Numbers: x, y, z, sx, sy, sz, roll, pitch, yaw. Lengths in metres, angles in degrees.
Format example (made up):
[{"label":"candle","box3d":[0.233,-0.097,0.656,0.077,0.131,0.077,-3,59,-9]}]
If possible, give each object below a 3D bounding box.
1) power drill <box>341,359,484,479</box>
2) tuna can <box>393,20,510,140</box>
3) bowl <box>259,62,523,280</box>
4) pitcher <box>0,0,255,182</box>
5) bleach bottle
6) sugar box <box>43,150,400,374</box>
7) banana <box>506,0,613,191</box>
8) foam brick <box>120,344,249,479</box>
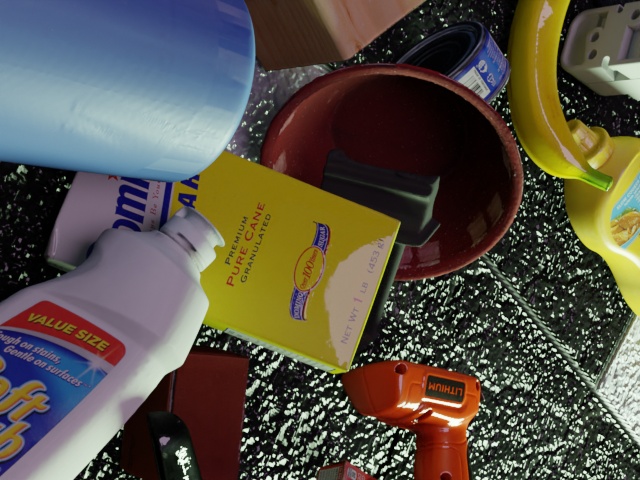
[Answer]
[{"label":"power drill","box3d":[0.057,0.175,0.682,0.184,0.057,0.187,19,62,-48]},{"label":"tuna can","box3d":[0.081,-0.107,0.711,0.086,0.086,0.033,-51,118,-23]},{"label":"bowl","box3d":[0.046,-0.052,0.669,0.162,0.162,0.055,52,31,-27]},{"label":"pitcher","box3d":[-0.158,-0.097,0.471,0.242,0.149,0.145,10,130,-42]},{"label":"bleach bottle","box3d":[-0.149,0.073,0.514,0.103,0.068,0.250,39,73,17]},{"label":"sugar box","box3d":[-0.054,0.001,0.593,0.176,0.048,0.093,21,78,-8]},{"label":"banana","box3d":[0.172,-0.131,0.799,0.069,0.037,0.198,-4,86,-7]},{"label":"foam brick","box3d":[-0.080,0.100,0.622,0.051,0.053,0.078,6,90,-37]}]
